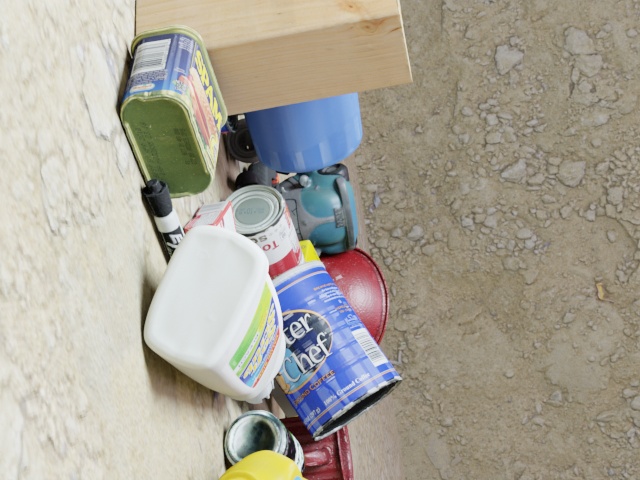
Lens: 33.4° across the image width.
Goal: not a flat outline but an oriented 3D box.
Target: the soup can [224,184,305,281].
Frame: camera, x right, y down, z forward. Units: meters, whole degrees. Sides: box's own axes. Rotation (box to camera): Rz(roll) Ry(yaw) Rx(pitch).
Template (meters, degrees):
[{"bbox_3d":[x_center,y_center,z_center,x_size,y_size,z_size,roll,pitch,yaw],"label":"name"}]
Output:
[{"bbox_3d":[-0.057,0.001,1.073,0.102,0.068,0.068,73,10,-48],"label":"soup can"}]

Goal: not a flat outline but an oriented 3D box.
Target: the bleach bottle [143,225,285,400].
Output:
[{"bbox_3d":[-0.065,0.070,0.842,0.251,0.068,0.102,64,50,-74],"label":"bleach bottle"}]

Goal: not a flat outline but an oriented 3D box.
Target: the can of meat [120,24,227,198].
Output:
[{"bbox_3d":[-0.110,-0.094,0.799,0.084,0.057,0.102,-88,167,-46],"label":"can of meat"}]

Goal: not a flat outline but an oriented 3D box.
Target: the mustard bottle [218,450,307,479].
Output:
[{"bbox_3d":[-0.047,0.218,0.846,0.096,0.058,0.191,-62,160,-17],"label":"mustard bottle"}]

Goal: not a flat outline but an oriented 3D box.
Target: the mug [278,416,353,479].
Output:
[{"bbox_3d":[-0.015,0.219,1.078,0.117,0.081,0.093,31,51,-82],"label":"mug"}]

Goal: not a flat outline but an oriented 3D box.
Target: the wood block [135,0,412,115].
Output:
[{"bbox_3d":[-0.037,-0.170,0.865,0.091,0.206,0.090,69,13,-57],"label":"wood block"}]

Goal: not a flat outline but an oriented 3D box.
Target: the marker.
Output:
[{"bbox_3d":[-0.111,0.002,0.816,0.020,0.020,0.121,-91,170,-49],"label":"marker"}]

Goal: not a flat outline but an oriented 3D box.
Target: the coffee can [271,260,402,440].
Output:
[{"bbox_3d":[-0.003,0.105,1.025,0.140,0.103,0.102,55,0,15],"label":"coffee can"}]

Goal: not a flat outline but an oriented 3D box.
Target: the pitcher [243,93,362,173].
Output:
[{"bbox_3d":[-0.026,-0.196,1.006,0.145,0.149,0.243,-109,-175,-58],"label":"pitcher"}]

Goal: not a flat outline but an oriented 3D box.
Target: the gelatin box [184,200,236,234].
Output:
[{"bbox_3d":[-0.092,0.012,0.926,0.089,0.030,0.073,-75,156,-74],"label":"gelatin box"}]

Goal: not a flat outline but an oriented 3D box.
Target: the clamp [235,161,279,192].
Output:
[{"bbox_3d":[-0.067,-0.049,1.193,0.171,0.039,0.120,-95,178,-59],"label":"clamp"}]

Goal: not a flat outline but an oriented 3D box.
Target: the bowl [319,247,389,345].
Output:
[{"bbox_3d":[0.005,0.082,1.303,0.055,0.162,0.162,13,64,-47],"label":"bowl"}]
